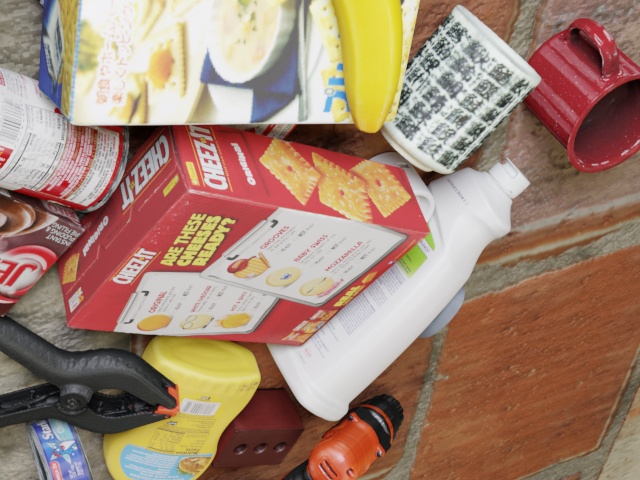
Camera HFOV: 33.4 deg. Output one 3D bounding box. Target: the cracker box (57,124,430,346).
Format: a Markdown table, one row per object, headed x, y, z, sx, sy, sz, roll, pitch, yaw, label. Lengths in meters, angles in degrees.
| x | y | z | sx | sy | sz | roll | pitch | yaw | label |
| --- | --- | --- | --- | --- | --- | --- | --- | --- | --- |
| -0.055 | 0.001 | 0.762 | 0.213 | 0.072 | 0.164 | 10 | 139 | -40 | cracker box |

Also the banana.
| x | y | z | sx | sy | sz | roll | pitch | yaw | label |
| --- | --- | --- | --- | --- | --- | --- | --- | --- | --- |
| 0.006 | -0.145 | 0.579 | 0.069 | 0.037 | 0.197 | -35 | 129 | 3 | banana |

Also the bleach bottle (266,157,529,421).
| x | y | z | sx | sy | sz | roll | pitch | yaw | label |
| --- | --- | --- | --- | --- | --- | --- | --- | --- | --- |
| 0.071 | 0.031 | 0.874 | 0.251 | 0.103 | 0.068 | -42 | 141 | 12 | bleach bottle |

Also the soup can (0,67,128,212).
| x | y | z | sx | sy | sz | roll | pitch | yaw | label |
| --- | --- | --- | --- | --- | --- | --- | --- | --- | --- |
| -0.176 | -0.062 | 0.638 | 0.102 | 0.068 | 0.069 | 18 | 119 | -44 | soup can |

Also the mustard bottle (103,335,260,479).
| x | y | z | sx | sy | sz | roll | pitch | yaw | label |
| --- | --- | --- | --- | --- | --- | --- | --- | --- | --- |
| -0.131 | 0.164 | 0.908 | 0.096 | 0.058 | 0.192 | 12 | 124 | -29 | mustard bottle |

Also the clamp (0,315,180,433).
| x | y | z | sx | sy | sz | roll | pitch | yaw | label |
| --- | --- | --- | --- | --- | --- | --- | --- | --- | --- |
| -0.195 | 0.116 | 0.807 | 0.171 | 0.039 | 0.120 | 20 | 129 | -20 | clamp |

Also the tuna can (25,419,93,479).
| x | y | z | sx | sy | sz | roll | pitch | yaw | label |
| --- | --- | --- | --- | --- | --- | --- | --- | --- | --- |
| -0.207 | 0.183 | 0.856 | 0.033 | 0.086 | 0.086 | -17 | 138 | -22 | tuna can |

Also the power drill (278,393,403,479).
| x | y | z | sx | sy | sz | roll | pitch | yaw | label |
| --- | --- | --- | --- | --- | --- | --- | --- | --- | --- |
| -0.009 | 0.225 | 1.027 | 0.188 | 0.057 | 0.184 | -43 | 171 | 21 | power drill |

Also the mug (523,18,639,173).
| x | y | z | sx | sy | sz | roll | pitch | yaw | label |
| --- | --- | --- | --- | --- | --- | --- | --- | --- | --- |
| 0.208 | -0.121 | 0.828 | 0.093 | 0.081 | 0.117 | -27 | 141 | -8 | mug |

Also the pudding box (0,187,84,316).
| x | y | z | sx | sy | sz | roll | pitch | yaw | label |
| --- | --- | --- | --- | --- | --- | --- | --- | --- | --- |
| -0.224 | -0.004 | 0.687 | 0.090 | 0.039 | 0.113 | -45 | 140 | 14 | pudding box |

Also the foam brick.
| x | y | z | sx | sy | sz | roll | pitch | yaw | label |
| --- | --- | --- | --- | --- | --- | --- | --- | --- | --- |
| -0.064 | 0.169 | 0.966 | 0.078 | 0.051 | 0.053 | 5 | 128 | -38 | foam brick |

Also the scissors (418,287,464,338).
| x | y | z | sx | sy | sz | roll | pitch | yaw | label |
| --- | --- | --- | --- | --- | --- | --- | --- | --- | --- |
| 0.067 | 0.068 | 0.967 | 0.016 | 0.096 | 0.202 | 26 | 147 | -20 | scissors |
